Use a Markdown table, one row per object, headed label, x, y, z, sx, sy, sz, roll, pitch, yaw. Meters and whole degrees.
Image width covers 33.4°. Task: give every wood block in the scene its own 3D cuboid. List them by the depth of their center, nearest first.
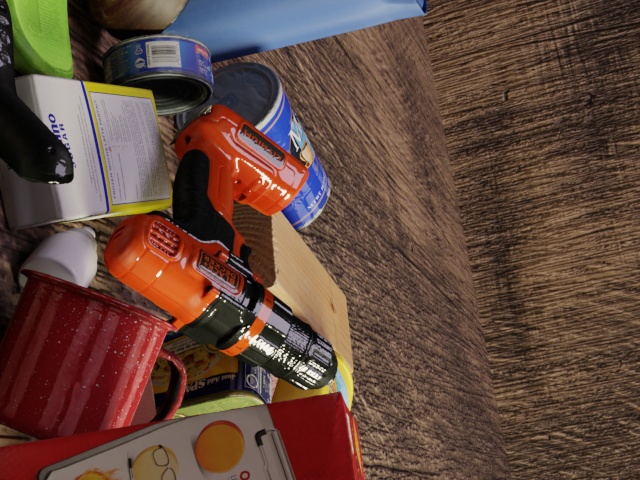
| label | x | y | z | sx | sy | sz | roll | pitch | yaw |
| --- | --- | --- | --- | --- | --- | --- | --- | --- | --- |
| wood block | -0.046 | 0.055 | 0.973 | 0.206 | 0.090 | 0.091 | 54 | 26 | -56 |

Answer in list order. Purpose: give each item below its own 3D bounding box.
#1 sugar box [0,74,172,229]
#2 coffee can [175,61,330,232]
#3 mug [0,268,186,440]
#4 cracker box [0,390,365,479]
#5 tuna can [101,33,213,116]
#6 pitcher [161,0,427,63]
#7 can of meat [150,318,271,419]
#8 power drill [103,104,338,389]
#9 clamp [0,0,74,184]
| label | x | y | z | sx | sy | sz | roll | pitch | yaw |
| --- | --- | --- | --- | --- | --- | --- | --- | --- | --- |
| sugar box | -0.161 | -0.060 | 0.735 | 0.176 | 0.048 | 0.093 | -14 | 93 | -72 |
| coffee can | -0.061 | -0.083 | 1.009 | 0.140 | 0.103 | 0.103 | 61 | 22 | -47 |
| mug | -0.128 | 0.075 | 0.598 | 0.117 | 0.093 | 0.081 | 28 | 77 | -36 |
| cracker box | -0.078 | 0.173 | 0.504 | 0.072 | 0.214 | 0.164 | 65 | 16 | -67 |
| tuna can | -0.127 | -0.128 | 0.838 | 0.086 | 0.086 | 0.034 | 34 | 46 | -68 |
| pitcher | -0.029 | -0.248 | 0.994 | 0.149 | 0.243 | 0.145 | 17 | 61 | -73 |
| can of meat | -0.085 | 0.099 | 0.772 | 0.057 | 0.102 | 0.084 | 60 | 21 | -46 |
| power drill | -0.055 | 0.001 | 0.762 | 0.184 | 0.057 | 0.187 | 37 | 34 | -23 |
| clamp | -0.186 | -0.058 | 0.569 | 0.036 | 0.165 | 0.210 | 1 | 50 | -35 |
